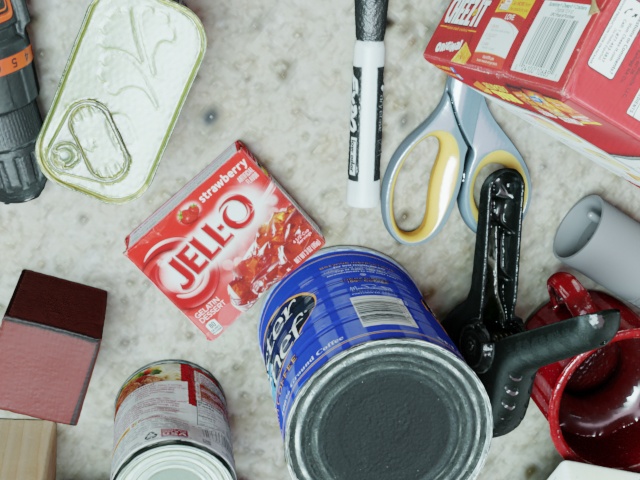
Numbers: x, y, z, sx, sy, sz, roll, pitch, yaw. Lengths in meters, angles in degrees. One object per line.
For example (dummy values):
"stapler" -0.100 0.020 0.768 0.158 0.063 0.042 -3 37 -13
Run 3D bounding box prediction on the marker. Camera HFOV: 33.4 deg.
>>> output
"marker" 0.026 -0.078 0.589 0.020 0.020 0.121 -1 108 -8

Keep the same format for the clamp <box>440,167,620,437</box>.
"clamp" 0.104 0.060 0.592 0.039 0.120 0.172 -1 125 -20

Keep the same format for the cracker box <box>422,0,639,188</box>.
"cracker box" 0.178 -0.063 0.531 0.213 0.164 0.072 26 96 -20

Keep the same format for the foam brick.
"foam brick" -0.147 0.056 0.576 0.051 0.078 0.053 16 103 -13

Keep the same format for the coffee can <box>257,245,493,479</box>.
"coffee can" 0.023 0.072 0.573 0.102 0.140 0.103 -3 108 -8

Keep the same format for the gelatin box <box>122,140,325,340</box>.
"gelatin box" -0.054 0.001 0.597 0.089 0.030 0.073 -40 109 5

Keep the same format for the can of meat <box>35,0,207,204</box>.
"can of meat" -0.099 -0.079 0.536 0.057 0.084 0.102 21 103 -15

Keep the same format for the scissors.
"scissors" 0.097 -0.085 0.599 0.096 0.016 0.202 19 104 -15

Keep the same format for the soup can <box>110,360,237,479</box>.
"soup can" -0.082 0.118 0.592 0.068 0.102 0.068 -3 108 -8
